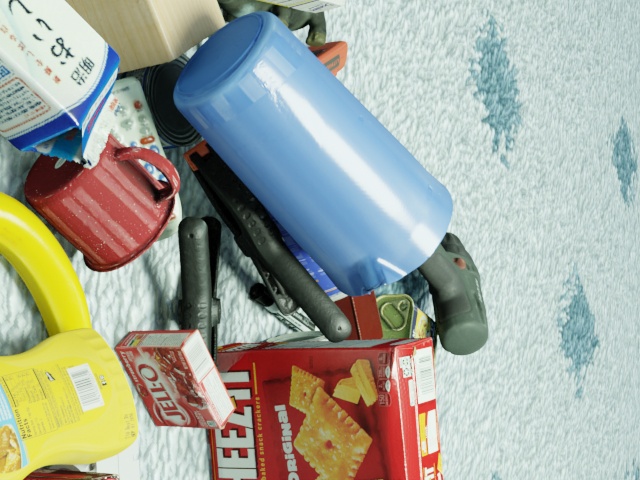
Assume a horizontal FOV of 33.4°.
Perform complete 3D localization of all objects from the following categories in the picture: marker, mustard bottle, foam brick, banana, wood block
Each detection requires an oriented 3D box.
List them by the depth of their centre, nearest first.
[{"bbox_3d":[-0.223,0.123,0.728,0.191,0.058,0.096,-11,71,-45],"label":"mustard bottle"},{"bbox_3d":[-0.220,0.022,0.794,0.069,0.037,0.197,-54,131,-22],"label":"banana"},{"bbox_3d":[-0.168,-0.248,0.860,0.090,0.090,0.206,-49,126,-49],"label":"wood block"},{"bbox_3d":[-0.036,0.074,1.094,0.121,0.020,0.020,41,53,-48],"label":"marker"},{"bbox_3d":[0.029,0.080,1.167,0.052,0.051,0.078,-30,111,-56],"label":"foam brick"}]

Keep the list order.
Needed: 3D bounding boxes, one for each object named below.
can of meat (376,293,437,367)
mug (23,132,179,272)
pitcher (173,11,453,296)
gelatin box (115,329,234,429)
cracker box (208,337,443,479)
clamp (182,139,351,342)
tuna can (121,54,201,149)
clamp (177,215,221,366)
[{"bbox_3d":[0.098,0.125,1.267,0.083,0.058,0.102,37,55,-52],"label":"can of meat"},{"bbox_3d":[-0.163,-0.039,0.819,0.081,0.117,0.093,49,37,-37],"label":"mug"},{"bbox_3d":[-0.007,-0.080,0.908,0.145,0.149,0.242,-51,120,-11],"label":"pitcher"},{"bbox_3d":[-0.122,0.118,0.899,0.030,0.073,0.089,-52,129,-46],"label":"gelatin box"},{"bbox_3d":[-0.001,0.173,0.952,0.072,0.214,0.164,-3,88,-56],"label":"cracker box"},{"bbox_3d":[-0.056,0.001,0.978,0.036,0.165,0.210,-37,98,-13],"label":"clamp"},{"bbox_3d":[-0.138,-0.123,0.943,0.086,0.034,0.086,12,75,-57],"label":"tuna can"},{"bbox_3d":[-0.106,0.055,0.952,0.120,0.039,0.171,-52,146,-77],"label":"clamp"}]
